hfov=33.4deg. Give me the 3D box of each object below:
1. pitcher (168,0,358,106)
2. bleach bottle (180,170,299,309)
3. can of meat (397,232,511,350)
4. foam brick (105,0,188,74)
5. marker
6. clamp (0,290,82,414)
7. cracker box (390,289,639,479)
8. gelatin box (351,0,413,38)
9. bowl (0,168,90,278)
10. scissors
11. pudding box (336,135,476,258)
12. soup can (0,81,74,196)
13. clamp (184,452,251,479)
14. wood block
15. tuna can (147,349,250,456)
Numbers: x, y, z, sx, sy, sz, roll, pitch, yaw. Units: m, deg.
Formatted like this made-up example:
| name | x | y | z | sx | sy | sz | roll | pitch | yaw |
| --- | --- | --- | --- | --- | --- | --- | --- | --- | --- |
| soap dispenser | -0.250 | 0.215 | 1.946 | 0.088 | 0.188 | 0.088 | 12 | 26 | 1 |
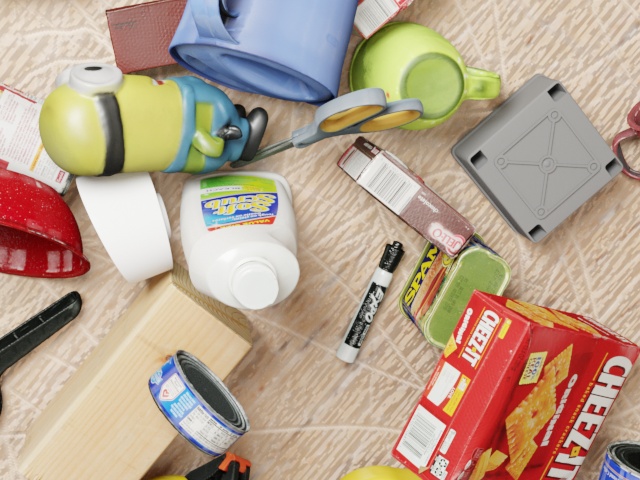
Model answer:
| name | x | y | z | sx | sy | sz | roll | pitch | yaw |
| --- | --- | --- | --- | --- | --- | --- | --- | --- | --- |
| pitcher | -0.024 | -0.234 | 0.808 | 0.144 | 0.149 | 0.243 | 17 | 85 | -21 |
| bleach bottle | -0.055 | 0.001 | 0.829 | 0.102 | 0.251 | 0.068 | 0 | 105 | -10 |
| can of meat | 0.120 | 0.043 | 0.959 | 0.057 | 0.084 | 0.102 | 25 | 99 | -15 |
| foam brick | -0.134 | -0.170 | 0.875 | 0.078 | 0.051 | 0.053 | -11 | 105 | -7 |
| marker | 0.047 | 0.056 | 0.983 | 0.020 | 0.020 | 0.121 | 22 | 100 | -15 |
| clamp | -0.305 | 0.114 | 0.926 | 0.164 | 0.036 | 0.210 | 10 | 107 | -20 |
| cracker box | 0.181 | 0.142 | 0.951 | 0.213 | 0.072 | 0.164 | 15 | 104 | -47 |
| gelatin box | 0.055 | -0.208 | 0.887 | 0.089 | 0.073 | 0.030 | -41 | 109 | 1 |
| bowl | -0.260 | -0.019 | 0.859 | 0.162 | 0.162 | 0.055 | 14 | 72 | -13 |
| scissors | 0.007 | -0.087 | 0.872 | 0.096 | 0.202 | 0.016 | -4 | 81 | -28 |
| pudding box | 0.073 | -0.038 | 0.926 | 0.113 | 0.090 | 0.039 | 40 | 93 | -16 |
| soup can | -0.244 | -0.086 | 0.870 | 0.102 | 0.068 | 0.068 | 24 | 99 | -16 |
| clamp | -0.128 | 0.268 | 0.983 | 0.171 | 0.120 | 0.039 | -62 | 145 | -12 |
| wood block | -0.160 | 0.130 | 0.930 | 0.090 | 0.090 | 0.206 | 39 | 95 | -16 |
| tuna can | -0.097 | 0.130 | 0.848 | 0.034 | 0.086 | 0.086 | -43 | 108 | 4 |
